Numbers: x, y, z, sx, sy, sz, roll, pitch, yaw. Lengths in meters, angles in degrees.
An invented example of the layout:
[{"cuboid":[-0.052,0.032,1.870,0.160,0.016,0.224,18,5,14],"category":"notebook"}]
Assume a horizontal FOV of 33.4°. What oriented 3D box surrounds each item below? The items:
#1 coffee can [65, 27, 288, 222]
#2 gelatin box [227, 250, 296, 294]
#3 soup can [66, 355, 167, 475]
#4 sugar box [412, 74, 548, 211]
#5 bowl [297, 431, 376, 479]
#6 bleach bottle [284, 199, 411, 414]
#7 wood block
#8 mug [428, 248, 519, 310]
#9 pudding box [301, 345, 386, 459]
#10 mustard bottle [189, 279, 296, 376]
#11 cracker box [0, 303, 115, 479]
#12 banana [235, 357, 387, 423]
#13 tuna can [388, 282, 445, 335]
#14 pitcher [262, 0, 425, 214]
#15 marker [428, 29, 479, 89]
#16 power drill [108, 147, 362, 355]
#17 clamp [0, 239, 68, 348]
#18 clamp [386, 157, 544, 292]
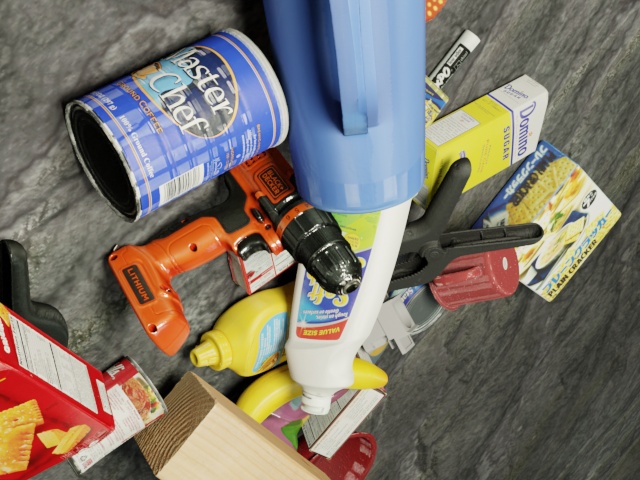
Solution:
[{"cuboid":[-0.110,-0.091,0.829,0.140,0.103,0.103,-31,143,-24],"category":"coffee can"},{"cuboid":[-0.057,0.001,1.050,0.073,0.030,0.089,-36,145,-20],"category":"gelatin box"},{"cuboid":[-0.206,0.166,1.013,0.102,0.069,0.068,-35,144,-18],"category":"soup can"},{"cuboid":[0.175,-0.109,1.186,0.176,0.048,0.093,-28,143,-26],"category":"sugar box"},{"cuboid":[-0.005,0.295,1.385,0.161,0.055,0.162,-29,142,-26],"category":"bowl"},{"cuboid":[0.024,0.053,1.062,0.068,0.103,0.251,-10,112,-66],"category":"bleach bottle"},{"cuboid":[-0.074,0.233,1.069,0.206,0.091,0.090,42,85,-27],"category":"wood block"},{"cuboid":[0.177,0.034,1.261,0.117,0.082,0.093,-13,90,-54],"category":"mug"},{"cuboid":[0.020,0.186,1.256,0.039,0.090,0.114,26,112,-30],"category":"pudding box"},{"cuboid":[-0.053,0.093,1.120,0.191,0.058,0.096,-20,139,-36],"category":"mustard bottle"},{"cuboid":[-0.286,0.132,0.844,0.164,0.072,0.213,-28,147,5],"category":"cracker box"},{"cuboid":[-0.018,0.160,1.152,0.197,0.037,0.069,-21,117,-22],"category":"banana"},{"cuboid":[0.121,0.074,1.321,0.086,0.034,0.086,-30,143,-26],"category":"tuna can"},{"cuboid":[0.022,-0.143,0.828,0.149,0.145,0.243,-30,125,-38],"category":"pitcher"},{"cuboid":[0.118,-0.162,1.092,0.121,0.020,0.020,-51,147,5],"category":"marker"},{"cuboid":[-0.076,0.017,0.923,0.187,0.185,0.057,-34,145,-5],"category":"power drill"},{"cuboid":[-0.269,0.076,0.879,0.120,0.039,0.171,-27,143,-7],"category":"clamp"},{"cuboid":[0.120,-0.005,1.168,0.210,0.036,0.164,-27,135,20],"category":"clamp"}]
